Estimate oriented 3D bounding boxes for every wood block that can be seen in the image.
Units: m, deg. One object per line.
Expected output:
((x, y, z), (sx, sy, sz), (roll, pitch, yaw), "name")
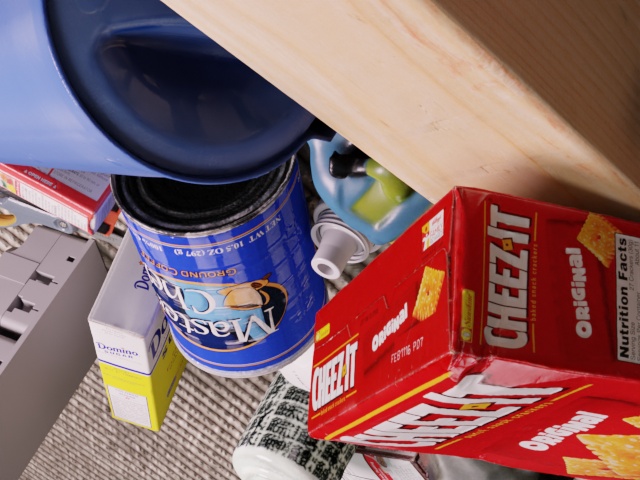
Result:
((0.047, -0.083, 0.391), (0.090, 0.090, 0.205), (-9, 148, 46), "wood block")

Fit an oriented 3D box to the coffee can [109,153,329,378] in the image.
((-0.054, 0.001, 0.625), (0.103, 0.102, 0.140), (15, 145, 21), "coffee can")

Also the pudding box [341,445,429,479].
((0.053, 0.178, 0.852), (0.114, 0.039, 0.090), (0, 139, 41), "pudding box")

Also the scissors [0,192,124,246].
((-0.196, -0.030, 0.776), (0.202, 0.016, 0.096), (11, 139, 17), "scissors")

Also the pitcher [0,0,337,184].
((-0.113, -0.097, 0.481), (0.243, 0.144, 0.149), (3, 111, 54), "pitcher")

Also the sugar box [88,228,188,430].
((-0.121, 0.061, 0.761), (0.048, 0.093, 0.176), (18, 151, 2), "sugar box")

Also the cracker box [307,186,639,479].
((0.120, 0.057, 0.458), (0.213, 0.072, 0.164), (11, 157, -15), "cracker box")

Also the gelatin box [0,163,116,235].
((-0.141, -0.058, 0.623), (0.073, 0.089, 0.030), (28, 150, 2), "gelatin box")
